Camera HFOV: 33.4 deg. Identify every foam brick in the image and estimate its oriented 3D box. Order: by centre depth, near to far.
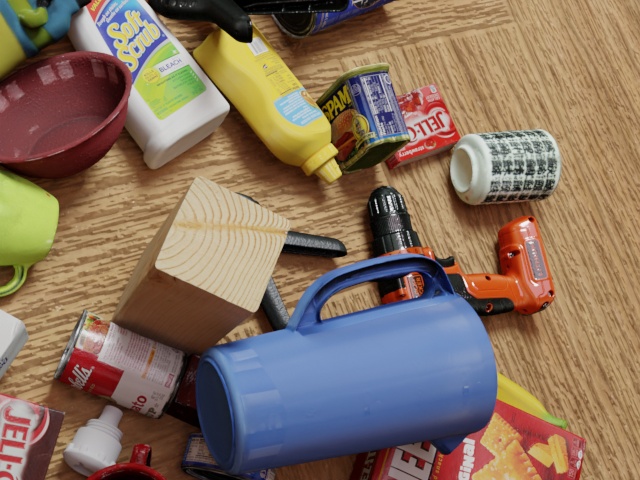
[{"bbox_3d":[-0.100,0.147,0.995,0.078,0.053,0.051,26,65,-11],"label":"foam brick"}]

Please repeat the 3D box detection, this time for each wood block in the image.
[{"bbox_3d":[-0.112,0.033,0.942,0.090,0.206,0.090,26,65,-11],"label":"wood block"}]

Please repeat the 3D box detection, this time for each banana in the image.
[{"bbox_3d":[0.166,0.140,1.083,0.197,0.070,0.037,33,62,-27],"label":"banana"}]

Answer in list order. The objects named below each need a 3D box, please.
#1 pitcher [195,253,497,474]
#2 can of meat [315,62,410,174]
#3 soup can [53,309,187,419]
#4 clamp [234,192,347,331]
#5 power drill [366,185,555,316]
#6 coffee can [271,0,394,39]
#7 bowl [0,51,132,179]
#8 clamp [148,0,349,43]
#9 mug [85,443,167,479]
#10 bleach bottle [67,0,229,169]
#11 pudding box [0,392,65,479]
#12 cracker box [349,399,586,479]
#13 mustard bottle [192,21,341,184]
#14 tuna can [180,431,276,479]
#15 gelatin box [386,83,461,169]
[{"bbox_3d":[0.020,0.115,0.925,0.242,0.145,0.149,-8,55,-25],"label":"pitcher"},{"bbox_3d":[0.045,-0.125,1.116,0.057,0.102,0.084,-14,80,-26],"label":"can of meat"},{"bbox_3d":[-0.180,0.113,0.967,0.102,0.069,0.068,24,65,-13],"label":"soup can"},{"bbox_3d":[-0.057,0.001,1.069,0.171,0.039,0.120,45,57,-2],"label":"clamp"},{"bbox_3d":[0.146,0.023,1.132,0.187,0.057,0.184,-9,80,-21],"label":"power drill"},{"bbox_3d":[0.019,-0.290,1.159,0.140,0.103,0.103,-27,84,-26],"label":"coffee can"},{"bbox_3d":[-0.243,-0.108,0.995,0.162,0.055,0.162,-10,43,9],"label":"bowl"},{"bbox_3d":[-0.087,-0.238,1.068,0.164,0.210,0.036,-24,123,-41],"label":"clamp"},{"bbox_3d":[-0.162,0.234,0.916,0.093,0.081,0.117,5,66,-1],"label":"mug"},{"bbox_3d":[-0.205,-0.198,1.065,0.102,0.068,0.251,-37,86,-30],"label":"bleach bottle"},{"bbox_3d":[-0.280,0.189,0.917,0.090,0.039,0.113,19,66,-14],"label":"pudding box"},{"bbox_3d":[0.145,0.235,1.051,0.213,0.072,0.164,25,65,-11],"label":"cracker box"},{"bbox_3d":[-0.044,-0.137,1.100,0.191,0.058,0.096,51,28,0],"label":"mustard bottle"},{"bbox_3d":[-0.082,0.202,0.965,0.086,0.086,0.033,20,68,-14],"label":"tuna can"},{"bbox_3d":[0.103,-0.127,1.178,0.089,0.030,0.073,-20,81,-25],"label":"gelatin box"}]
